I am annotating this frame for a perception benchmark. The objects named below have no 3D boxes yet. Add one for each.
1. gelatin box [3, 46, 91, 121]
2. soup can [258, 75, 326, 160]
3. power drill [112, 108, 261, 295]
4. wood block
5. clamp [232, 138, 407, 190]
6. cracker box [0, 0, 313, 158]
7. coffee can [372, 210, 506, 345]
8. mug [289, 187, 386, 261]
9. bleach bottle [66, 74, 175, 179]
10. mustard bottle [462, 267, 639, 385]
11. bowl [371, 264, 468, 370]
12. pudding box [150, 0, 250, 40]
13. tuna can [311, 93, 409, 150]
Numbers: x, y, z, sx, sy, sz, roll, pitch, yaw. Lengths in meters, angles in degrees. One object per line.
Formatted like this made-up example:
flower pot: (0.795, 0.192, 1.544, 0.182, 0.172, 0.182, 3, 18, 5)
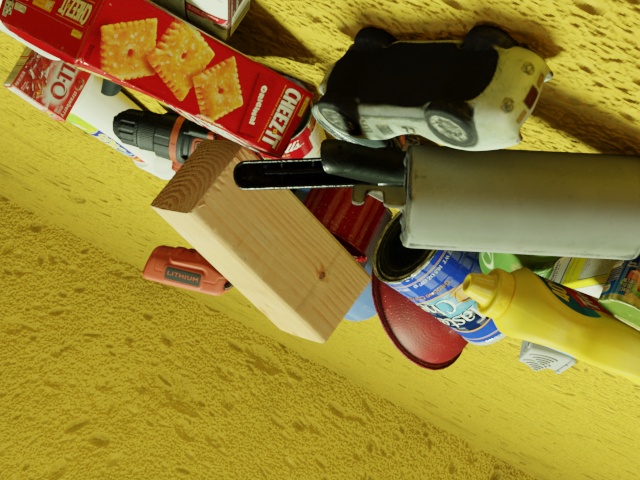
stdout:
gelatin box: (-0.296, -0.188, 1.183, 0.073, 0.089, 0.030, 36, 165, -36)
soup can: (-0.033, -0.104, 1.007, 0.068, 0.068, 0.102, 25, 169, 15)
power drill: (-0.146, -0.043, 1.161, 0.184, 0.188, 0.057, 14, -158, 11)
wood block: (-0.057, 0.002, 1.066, 0.206, 0.090, 0.090, 46, 161, -29)
clamp: (0.052, -0.058, 0.859, 0.209, 0.036, 0.165, 0, 179, -22)
cracker box: (-0.137, -0.151, 0.884, 0.213, 0.072, 0.164, 24, -176, -43)
coffee can: (0.139, 0.033, 1.115, 0.140, 0.102, 0.103, 35, 167, -29)
mug: (0.015, -0.038, 1.141, 0.117, 0.081, 0.093, 21, 167, 28)
bleach bottle: (-0.244, -0.140, 1.345, 0.103, 0.068, 0.250, 17, 167, 43)
mustard bottle: (0.206, 0.067, 0.893, 0.191, 0.058, 0.096, 20, -166, -14)
bowl: (0.132, 0.063, 1.215, 0.162, 0.162, 0.055, 34, 139, -29)
pudding box: (-0.099, -0.203, 0.806, 0.090, 0.039, 0.113, 28, 167, 1)
tuna can: (0.038, -0.107, 0.917, 0.086, 0.033, 0.086, 27, 168, 6)
